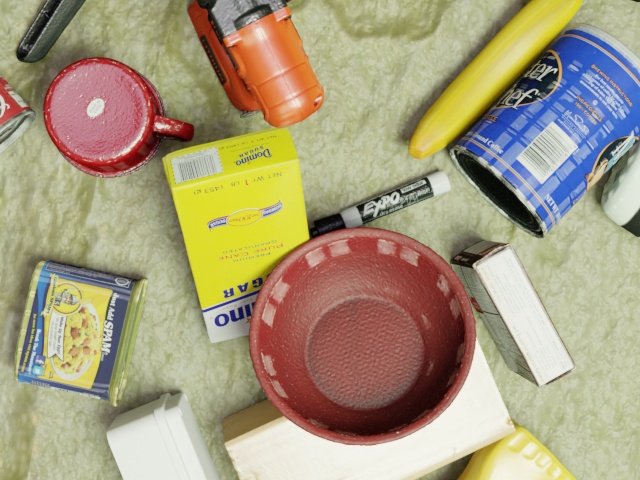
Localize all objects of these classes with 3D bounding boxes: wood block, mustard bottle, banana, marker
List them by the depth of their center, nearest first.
[{"bbox_3d":[0.034,0.147,0.844,0.206,0.091,0.090,-24,94,-5],"label":"wood block"},{"bbox_3d":[0.119,0.241,0.853,0.191,0.058,0.096,-45,104,-4],"label":"mustard bottle"},{"bbox_3d":[0.142,-0.142,0.857,0.037,0.069,0.198,45,102,9],"label":"banana"},{"bbox_3d":[0.048,-0.028,0.876,0.121,0.020,0.020,-22,94,-4],"label":"marker"}]

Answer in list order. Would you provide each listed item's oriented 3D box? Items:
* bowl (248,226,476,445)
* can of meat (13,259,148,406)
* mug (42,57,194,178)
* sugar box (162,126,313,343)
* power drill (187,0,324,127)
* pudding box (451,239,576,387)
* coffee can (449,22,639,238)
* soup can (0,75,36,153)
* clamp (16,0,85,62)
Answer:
[{"bbox_3d":[0.031,0.074,0.779,0.162,0.055,0.162,-2,68,4],"label":"bowl"},{"bbox_3d":[-0.188,0.071,0.838,0.084,0.057,0.102,13,90,-3],"label":"can of meat"},{"bbox_3d":[-0.156,-0.093,0.823,0.117,0.081,0.093,13,90,-6],"label":"mug"},{"bbox_3d":[-0.055,0.001,0.801,0.093,0.048,0.176,-13,135,-5],"label":"sugar box"},{"bbox_3d":[-0.063,-0.165,0.778,0.057,0.188,0.184,-26,95,-3],"label":"power drill"},{"bbox_3d":[0.153,0.056,0.853,0.039,0.090,0.113,-31,94,-4],"label":"pudding box"},{"bbox_3d":[0.188,-0.086,0.846,0.103,0.103,0.140,45,87,-5],"label":"coffee can"},{"bbox_3d":[-0.278,-0.114,0.818,0.068,0.068,0.102,-42,94,-3],"label":"soup can"},{"bbox_3d":[-0.173,-0.248,0.809,0.210,0.036,0.164,-32,134,-9],"label":"clamp"}]
